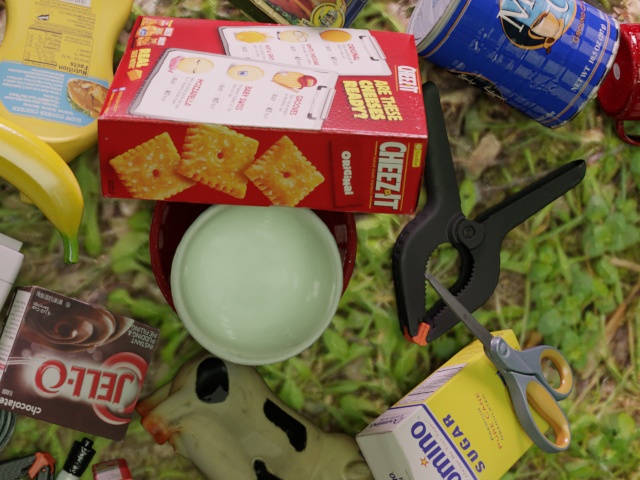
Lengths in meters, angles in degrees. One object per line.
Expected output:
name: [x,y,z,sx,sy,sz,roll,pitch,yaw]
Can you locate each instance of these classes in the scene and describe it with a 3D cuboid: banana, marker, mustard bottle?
banana: [-0.241,-0.058,0.738,0.197,0.037,0.069,30,79,-12]
marker: [-0.205,0.206,0.812,0.020,0.020,0.121,29,83,-13]
mustard bottle: [-0.198,-0.121,0.794,0.096,0.058,0.191,10,87,-15]

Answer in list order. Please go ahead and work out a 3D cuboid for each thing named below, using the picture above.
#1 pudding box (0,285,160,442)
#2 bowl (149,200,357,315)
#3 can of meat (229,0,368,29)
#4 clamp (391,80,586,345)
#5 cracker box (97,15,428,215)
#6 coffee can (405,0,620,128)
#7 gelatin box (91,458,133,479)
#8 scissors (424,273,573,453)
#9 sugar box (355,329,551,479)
pudding box: [-0.184,0.091,0.787,0.113,0.039,0.090,24,77,-34]
bowl: [-0.055,0.001,0.833,0.162,0.055,0.162,0,90,-15]
can of meat: [-0.015,-0.200,0.844,0.102,0.057,0.084,37,83,-12]
clamp: [0.127,-0.009,0.890,0.164,0.036,0.210,18,88,-13]
cracker box: [-0.038,-0.091,0.761,0.213,0.164,0.072,4,125,-1]
coffee can: [0.153,-0.167,0.863,0.140,0.103,0.103,26,83,-13]
gelatin box: [-0.150,0.216,0.799,0.030,0.073,0.089,-10,93,-14]
scissors: [0.151,0.081,0.856,0.201,0.016,0.096,57,42,-16]
sugar box: [0.110,0.149,0.840,0.175,0.048,0.093,-32,100,-46]
